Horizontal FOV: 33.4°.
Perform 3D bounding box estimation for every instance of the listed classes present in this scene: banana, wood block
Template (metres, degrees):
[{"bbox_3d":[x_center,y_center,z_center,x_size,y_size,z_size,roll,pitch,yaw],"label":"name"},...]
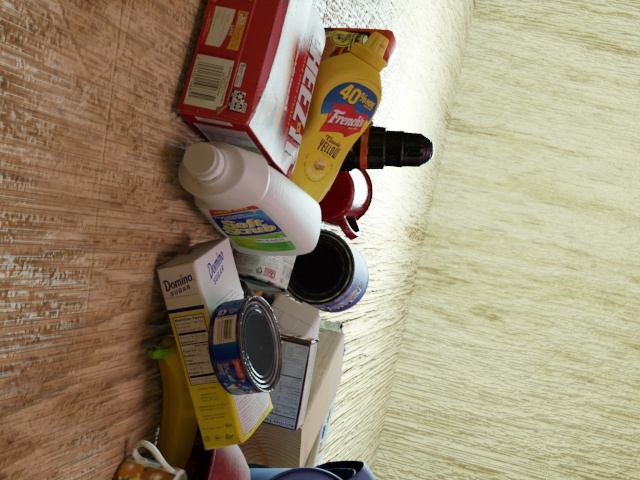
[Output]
[{"bbox_3d":[-0.143,0.161,1.020,0.069,0.037,0.198,-32,136,-42],"label":"banana"},{"bbox_3d":[-0.038,0.208,1.440,0.205,0.090,0.091,-61,160,-54],"label":"wood block"}]

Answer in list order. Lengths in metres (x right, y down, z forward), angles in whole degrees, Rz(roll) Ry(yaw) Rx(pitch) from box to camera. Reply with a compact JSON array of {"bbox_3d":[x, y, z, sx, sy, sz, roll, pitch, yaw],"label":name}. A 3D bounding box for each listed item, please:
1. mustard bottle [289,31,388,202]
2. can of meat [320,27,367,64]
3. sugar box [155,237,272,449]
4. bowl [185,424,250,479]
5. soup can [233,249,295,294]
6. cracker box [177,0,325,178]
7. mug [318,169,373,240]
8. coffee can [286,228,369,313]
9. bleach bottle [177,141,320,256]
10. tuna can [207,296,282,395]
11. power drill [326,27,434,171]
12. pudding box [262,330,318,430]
[{"bbox_3d":[0.013,-0.137,1.138,0.096,0.058,0.192,25,101,-48],"label":"mustard bottle"},{"bbox_3d":[0.003,-0.195,1.217,0.057,0.084,0.102,82,24,-61],"label":"can of meat"},{"bbox_3d":[-0.096,0.093,0.988,0.093,0.048,0.176,-41,117,-70],"label":"sugar box"},{"bbox_3d":[-0.111,0.256,1.042,0.162,0.055,0.162,-69,-165,0],"label":"bowl"},{"bbox_3d":[-0.058,0.001,1.172,0.068,0.068,0.102,58,46,-74],"label":"soup can"},{"bbox_3d":[-0.055,-0.161,0.997,0.213,0.072,0.164,49,55,-77],"label":"cracker box"},{"bbox_3d":[0.020,-0.055,1.412,0.117,0.093,0.081,68,16,5],"label":"mug"},{"bbox_3d":[0.007,0.043,1.447,0.140,0.103,0.103,35,67,-78],"label":"coffee can"},{"bbox_3d":[-0.076,-0.042,1.004,0.250,0.103,0.068,39,55,-70],"label":"bleach bottle"},{"bbox_3d":[-0.066,0.094,0.948,0.086,0.034,0.086,-10,90,-69],"label":"tuna can"},{"bbox_3d":[0.046,-0.165,1.258,0.057,0.184,0.187,85,11,-57],"label":"power drill"},{"bbox_3d":[-0.057,0.166,1.296,0.039,0.090,0.113,-27,129,-75],"label":"pudding box"}]
